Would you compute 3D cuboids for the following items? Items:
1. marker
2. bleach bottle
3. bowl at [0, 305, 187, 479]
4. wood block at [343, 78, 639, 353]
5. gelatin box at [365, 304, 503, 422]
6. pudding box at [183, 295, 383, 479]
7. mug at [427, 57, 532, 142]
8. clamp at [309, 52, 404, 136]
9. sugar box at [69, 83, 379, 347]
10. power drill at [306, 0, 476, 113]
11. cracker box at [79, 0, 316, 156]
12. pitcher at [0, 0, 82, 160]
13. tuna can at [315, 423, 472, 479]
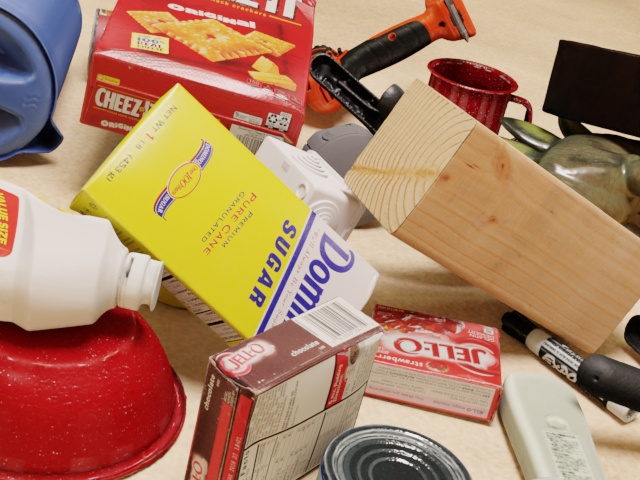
[{"bbox_3d":[0.172,0.085,0.747,0.020,0.020,0.121,-10,35,-38],"label":"marker"},{"bbox_3d":[-0.210,-0.007,0.583,0.250,0.068,0.102,12,37,-2],"label":"bleach bottle"},{"bbox_3d":[-0.152,0.066,0.602,0.162,0.055,0.162,10,27,-5],"label":"bowl"},{"bbox_3d":[0.131,-0.013,0.745,0.205,0.090,0.091,29,13,-32],"label":"wood block"},{"bbox_3d":[0.074,0.078,0.702,0.089,0.030,0.073,12,27,2],"label":"gelatin box"},{"bbox_3d":[-0.019,0.090,0.576,0.039,0.090,0.113,32,32,30],"label":"pudding box"},{"bbox_3d":[0.155,-0.127,1.077,0.117,0.081,0.093,11,27,-4],"label":"mug"},{"bbox_3d":[0.059,-0.099,0.928,0.120,0.039,0.171,44,-3,41],"label":"clamp"},{"bbox_3d":[-0.054,0.001,0.645,0.176,0.048,0.093,42,67,-11],"label":"sugar box"},{"bbox_3d":[0.062,-0.203,1.114,0.188,0.057,0.184,-29,20,9],"label":"power drill"},{"bbox_3d":[-0.091,-0.152,0.874,0.164,0.072,0.213,15,35,-8],"label":"cracker box"},{"bbox_3d":[-0.283,-0.176,0.921,0.145,0.149,0.243,-3,25,-3],"label":"pitcher"},{"bbox_3d":[0.039,0.137,0.572,0.086,0.034,0.086,10,27,-5],"label":"tuna can"}]
